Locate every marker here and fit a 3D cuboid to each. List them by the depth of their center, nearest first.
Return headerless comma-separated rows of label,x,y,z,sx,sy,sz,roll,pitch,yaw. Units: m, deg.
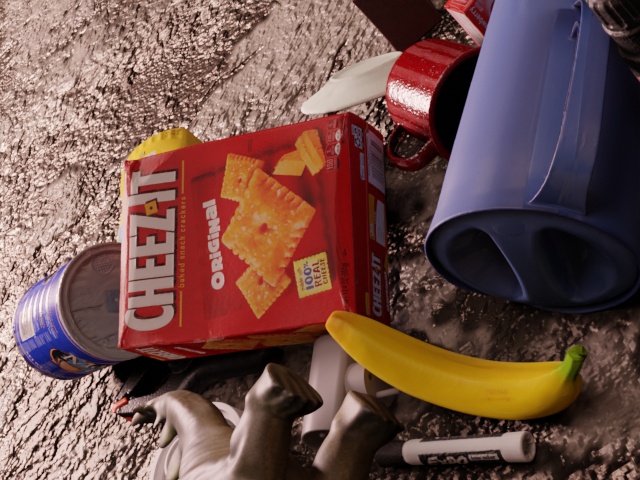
marker,0.084,0.137,0.699,0.121,0.020,0.020,-12,52,40

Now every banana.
banana,0.091,0.082,0.694,0.198,0.069,0.037,3,30,40

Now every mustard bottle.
mustard bottle,-0.158,-0.019,1.047,0.096,0.058,0.191,-30,42,25

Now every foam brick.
foam brick,0.063,-0.220,0.968,0.053,0.078,0.051,-38,39,14

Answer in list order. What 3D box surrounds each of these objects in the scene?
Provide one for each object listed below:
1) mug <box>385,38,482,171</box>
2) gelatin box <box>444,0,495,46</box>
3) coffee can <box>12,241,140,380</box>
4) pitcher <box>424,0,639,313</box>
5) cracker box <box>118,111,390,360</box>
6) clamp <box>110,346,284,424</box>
mug,0.096,-0.101,0.827,0.117,0.093,0.082,-51,32,-2
gelatin box,0.149,-0.183,0.837,0.073,0.089,0.030,-52,38,-1
coffee can,-0.208,0.067,0.962,0.141,0.102,0.102,-25,42,56
pitcher,0.157,-0.087,0.698,0.149,0.144,0.242,-14,52,44
cracker box,-0.056,0.001,0.840,0.214,0.072,0.164,-9,72,26
clamp,-0.103,0.106,0.905,0.171,0.039,0.120,-45,34,7
